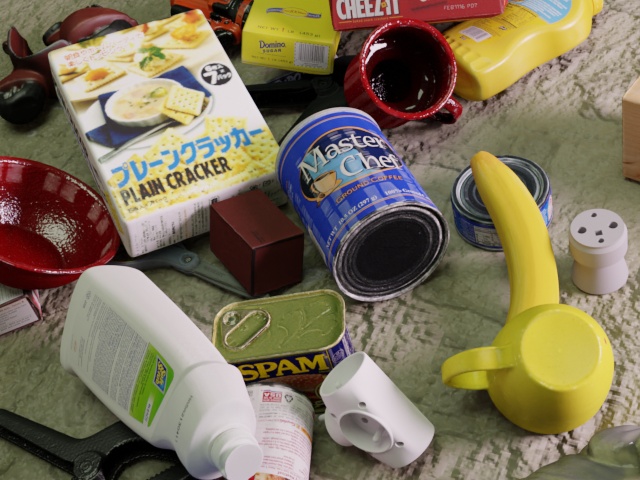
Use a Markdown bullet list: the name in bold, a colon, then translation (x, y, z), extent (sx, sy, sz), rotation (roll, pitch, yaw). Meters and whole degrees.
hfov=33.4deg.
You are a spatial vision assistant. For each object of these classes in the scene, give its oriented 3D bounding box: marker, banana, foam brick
- **marker**: translation (-0.037, -0.162, 1.105), extent (0.121, 0.020, 0.020), rotation (-22, 45, -4)
- **banana**: translation (0.152, 0.020, 0.832), extent (0.069, 0.037, 0.198), rotation (11, 64, -15)
- **foam brick**: translation (-0.056, 0.001, 0.923), extent (0.052, 0.051, 0.078), rotation (-17, 41, -27)

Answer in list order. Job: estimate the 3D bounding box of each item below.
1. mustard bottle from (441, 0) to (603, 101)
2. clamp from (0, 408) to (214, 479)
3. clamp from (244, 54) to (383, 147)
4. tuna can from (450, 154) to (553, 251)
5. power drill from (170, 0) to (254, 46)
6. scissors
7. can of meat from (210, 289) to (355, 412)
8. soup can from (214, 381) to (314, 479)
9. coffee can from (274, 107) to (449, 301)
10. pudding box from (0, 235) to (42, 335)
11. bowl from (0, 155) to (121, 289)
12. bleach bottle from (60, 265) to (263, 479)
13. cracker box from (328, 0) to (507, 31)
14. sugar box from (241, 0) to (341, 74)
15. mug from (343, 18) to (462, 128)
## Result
- **mustard bottle**: translation (0.205, -0.208, 1.044), extent (0.191, 0.058, 0.096), rotation (-31, 37, -12)
- **clamp**: translation (-0.177, 0.189, 0.802), extent (0.210, 0.036, 0.164), rotation (-6, 45, 10)
- **clamp**: translation (0.004, -0.134, 1.053), extent (0.171, 0.039, 0.120), rotation (-20, 53, -4)
- **tuna can**: translation (0.155, -0.033, 0.912), extent (0.086, 0.034, 0.086), rotation (-9, 46, 9)
- **power drill**: translation (-0.123, -0.200, 1.143), extent (0.185, 0.057, 0.187), rotation (22, 55, 28)
- **scissors**: translation (-0.117, 0.005, 0.973), extent (0.202, 0.016, 0.096), rotation (8, 51, 24)
- **can of meat**: translation (-0.023, 0.089, 0.816), extent (0.102, 0.084, 0.057), rotation (-9, 46, 9)
- **soup can**: translation (-0.041, 0.161, 0.765), extent (0.068, 0.068, 0.102), rotation (-6, 46, 12)
- **coffee can**: translation (0.032, -0.032, 0.901), extent (0.102, 0.103, 0.140), rotation (-24, 45, -6)
- **pudding box**: translation (-0.317, 0.052, 0.976), extent (0.113, 0.039, 0.090), rotation (-23, 46, -2)
- **bowl**: translation (-0.264, -0.006, 0.955), extent (0.162, 0.055, 0.162), rotation (21, 31, -14)
- **bleach bottle**: translation (-0.115, 0.106, 0.781), extent (0.067, 0.103, 0.251), rotation (4, 18, -34)
- **cracker box**: translation (0.107, -0.264, 1.064), extent (0.164, 0.072, 0.213), rotation (-4, 20, 14)
- **sugar box**: translation (-0.019, -0.242, 1.100), extent (0.093, 0.048, 0.176), rotation (9, 46, 3)
- **mug**: translation (0.080, -0.145, 0.999), extent (0.117, 0.082, 0.093), rotation (29, 79, -10)
